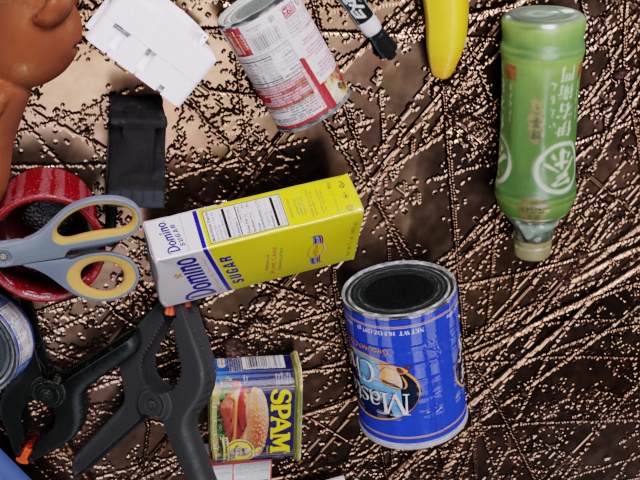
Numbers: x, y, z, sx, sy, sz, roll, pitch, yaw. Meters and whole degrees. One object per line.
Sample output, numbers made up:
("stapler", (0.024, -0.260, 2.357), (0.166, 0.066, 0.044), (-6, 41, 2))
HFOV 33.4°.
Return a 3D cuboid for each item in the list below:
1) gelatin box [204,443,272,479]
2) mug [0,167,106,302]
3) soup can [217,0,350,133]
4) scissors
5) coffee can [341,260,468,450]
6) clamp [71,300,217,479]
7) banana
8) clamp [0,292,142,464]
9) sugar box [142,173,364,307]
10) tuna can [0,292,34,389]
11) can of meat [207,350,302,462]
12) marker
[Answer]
("gelatin box", (-0.086, 0.238, 1.037), (0.073, 0.030, 0.089), (-2, 115, -13))
("mug", (-0.233, -0.007, 0.862), (0.117, 0.081, 0.093), (-13, 116, -7))
("soup can", (-0.029, -0.146, 0.849), (0.068, 0.068, 0.102), (-30, 117, 3))
("scissors", (-0.228, 0.024, 0.821), (0.201, 0.016, 0.096), (-20, 117, -2))
("coffee can", (0.078, 0.103, 0.969), (0.102, 0.103, 0.140), (-12, 116, -7))
("clamp", (-0.151, 0.146, 0.956), (0.165, 0.036, 0.210), (8, 101, 23))
("banana", (0.078, -0.224, 0.857), (0.070, 0.037, 0.197), (-25, 117, 20))
("clamp", (-0.227, 0.126, 0.944), (0.120, 0.039, 0.172), (16, 114, 3))
("sugar box", (-0.056, 0.001, 0.893), (0.176, 0.048, 0.093), (-17, 155, -12))
("tuna can", (-0.286, 0.084, 0.902), (0.086, 0.033, 0.086), (5, 110, 14))
("can of meat", (-0.062, 0.156, 0.990), (0.084, 0.057, 0.102), (-2, 114, -8))
("marker", (0.026, -0.195, 0.866), (0.020, 0.020, 0.121), (-37, 116, 6))
